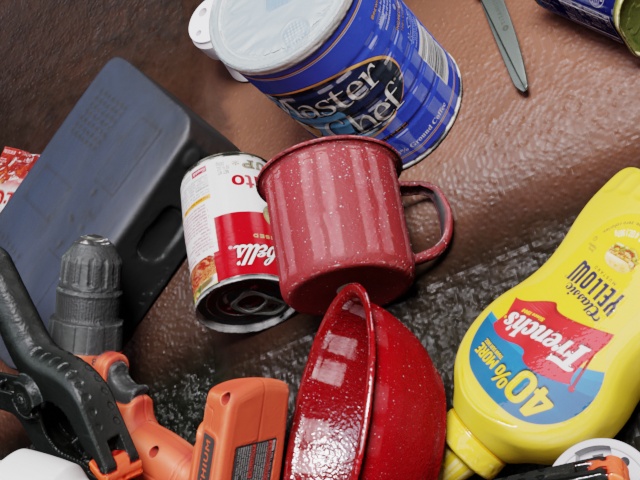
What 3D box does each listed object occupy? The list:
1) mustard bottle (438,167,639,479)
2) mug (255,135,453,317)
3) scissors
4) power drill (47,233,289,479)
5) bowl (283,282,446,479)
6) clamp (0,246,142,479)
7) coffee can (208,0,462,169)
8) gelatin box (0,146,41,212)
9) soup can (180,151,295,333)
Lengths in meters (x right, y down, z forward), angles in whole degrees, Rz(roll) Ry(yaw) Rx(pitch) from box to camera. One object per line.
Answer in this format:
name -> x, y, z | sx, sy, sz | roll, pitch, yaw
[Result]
mustard bottle -> 0.127, 0.058, 0.553 | 0.192, 0.058, 0.096 | -46, 47, 8
mug -> 0.023, -0.006, 0.649 | 0.117, 0.093, 0.081 | -6, 63, -8
scissors -> 0.093, -0.174, 0.722 | 0.096, 0.016, 0.201 | -13, 60, 32
power drill -> -0.106, 0.099, 0.667 | 0.188, 0.057, 0.184 | 14, 102, 40
bowl -> 0.025, 0.107, 0.572 | 0.162, 0.055, 0.162 | -168, 90, -79
clamp -> -0.171, 0.081, 0.653 | 0.172, 0.039, 0.120 | 29, 128, 31
coffee can -> 0.013, -0.117, 0.667 | 0.103, 0.140, 0.103 | -16, 59, 29
gelatin box -> -0.242, -0.035, 0.882 | 0.089, 0.030, 0.073 | 13, 76, 39
soup can -> -0.055, 0.001, 0.705 | 0.069, 0.068, 0.102 | -27, 54, 22
